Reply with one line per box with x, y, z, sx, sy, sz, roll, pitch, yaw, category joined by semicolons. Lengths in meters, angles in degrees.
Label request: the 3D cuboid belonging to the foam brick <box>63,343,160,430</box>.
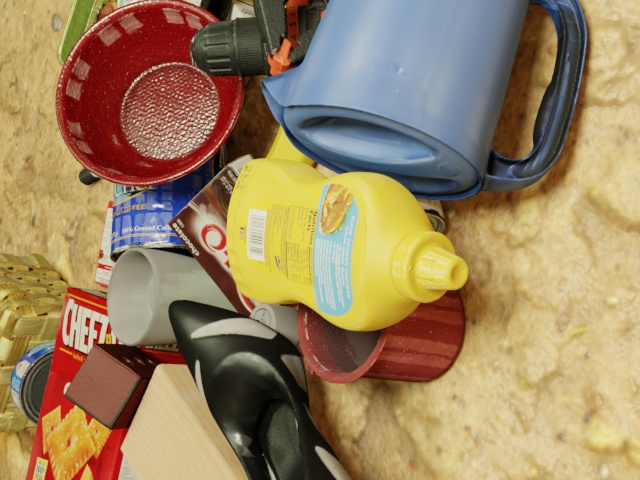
-0.165;0.121;0.890;0.053;0.078;0.051;32;93;16;foam brick

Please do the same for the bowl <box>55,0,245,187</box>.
-0.134;-0.115;0.883;0.162;0.055;0.162;-3;77;11;bowl

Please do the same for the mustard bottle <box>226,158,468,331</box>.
0.016;0.004;0.658;0.192;0.058;0.096;13;102;51;mustard bottle

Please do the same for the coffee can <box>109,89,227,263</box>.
-0.134;-0.051;0.952;0.103;0.102;0.140;-15;70;48;coffee can

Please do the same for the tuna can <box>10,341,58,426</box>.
-0.270;0.147;1.086;0.034;0.085;0.086;18;95;52;tuna can

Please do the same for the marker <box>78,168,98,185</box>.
-0.223;-0.085;1.135;0.121;0.020;0.020;-23;64;46;marker

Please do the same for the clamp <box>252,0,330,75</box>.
-0.005;-0.196;0.743;0.171;0.120;0.039;-58;-9;-18;clamp

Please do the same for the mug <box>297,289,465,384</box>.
0.037;0.061;0.734;0.117;0.081;0.093;-48;48;33;mug

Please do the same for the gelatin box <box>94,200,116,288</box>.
-0.190;0.008;1.065;0.073;0.030;0.089;9;89;50;gelatin box

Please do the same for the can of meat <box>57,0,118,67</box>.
-0.214;-0.214;1.103;0.058;0.083;0.102;35;108;49;can of meat

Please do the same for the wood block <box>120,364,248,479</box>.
-0.064;0.193;0.821;0.206;0.090;0.091;45;116;45;wood block

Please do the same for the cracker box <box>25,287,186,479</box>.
-0.202;0.163;1.010;0.164;0.071;0.214;11;89;51;cracker box

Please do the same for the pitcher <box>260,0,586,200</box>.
0.082;-0.152;0.678;0.145;0.149;0.243;6;71;47;pitcher

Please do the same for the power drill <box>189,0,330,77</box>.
-0.006;-0.207;0.802;0.057;0.184;0.187;82;-175;-70;power drill

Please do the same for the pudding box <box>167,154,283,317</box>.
-0.056;0.001;0.853;0.090;0.039;0.113;-40;87;36;pudding box
